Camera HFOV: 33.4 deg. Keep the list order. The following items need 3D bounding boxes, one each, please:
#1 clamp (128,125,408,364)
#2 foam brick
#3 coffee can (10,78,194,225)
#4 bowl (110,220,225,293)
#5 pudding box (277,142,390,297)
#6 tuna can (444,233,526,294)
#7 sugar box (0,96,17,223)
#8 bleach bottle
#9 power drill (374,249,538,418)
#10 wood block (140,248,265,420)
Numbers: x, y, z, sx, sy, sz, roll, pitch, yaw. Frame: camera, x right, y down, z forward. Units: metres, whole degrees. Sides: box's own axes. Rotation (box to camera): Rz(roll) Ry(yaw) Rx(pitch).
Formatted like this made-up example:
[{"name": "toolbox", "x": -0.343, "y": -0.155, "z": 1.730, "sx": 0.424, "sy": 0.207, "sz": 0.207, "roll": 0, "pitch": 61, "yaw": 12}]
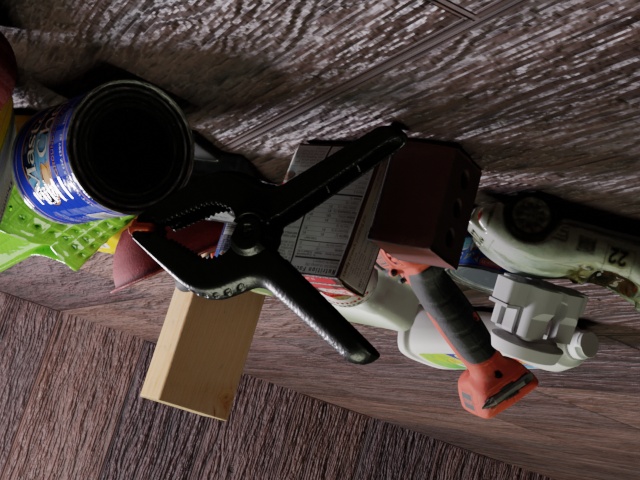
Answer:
[{"name": "clamp", "x": -0.040, "y": 0.007, "z": 0.751, "sx": 0.210, "sy": 0.164, "sz": 0.036, "roll": -4, "pitch": 164, "yaw": 22}, {"name": "foam brick", "x": 0.075, "y": -0.025, "z": 0.756, "sx": 0.051, "sy": 0.078, "sz": 0.053, "roll": 8, "pitch": 167, "yaw": 32}, {"name": "coffee can", "x": -0.176, "y": -0.067, "z": 0.850, "sx": 0.102, "sy": 0.103, "sz": 0.141, "roll": 24, "pitch": 166, "yaw": -29}, {"name": "bowl", "x": -0.152, "y": -0.002, "z": 1.101, "sx": 0.162, "sy": 0.055, "sz": 0.162, "roll": -24, "pitch": -178, "yaw": 0}, {"name": "pudding box", "x": 0.007, "y": -0.017, "z": 0.797, "sx": 0.090, "sy": 0.113, "sz": 0.039, "roll": 6, "pitch": 160, "yaw": 41}, {"name": "tuna can", "x": 0.157, "y": 0.023, "z": 0.956, "sx": 0.086, "sy": 0.033, "sz": 0.086, "roll": 16, "pitch": 168, "yaw": 3}, {"name": "sugar box", "x": -0.293, "y": -0.058, "z": 0.918, "sx": 0.048, "sy": 0.093, "sz": 0.176, "roll": 17, "pitch": 163, "yaw": -12}, {"name": "bleach bottle", "x": 0.206, "y": 0.114, "z": 1.223, "sx": 0.102, "sy": 0.068, "sz": 0.251, "roll": 24, "pitch": 163, "yaw": -31}, {"name": "power drill", "x": 0.102, "y": 0.060, "z": 0.928, "sx": 0.187, "sy": 0.057, "sz": 0.184, "roll": 55, "pitch": 175, "yaw": -1}, {"name": "wood block", "x": -0.135, "y": 0.104, "z": 1.295, "sx": 0.090, "sy": 0.206, "sz": 0.090, "roll": 21, "pitch": 167, "yaw": -21}]
